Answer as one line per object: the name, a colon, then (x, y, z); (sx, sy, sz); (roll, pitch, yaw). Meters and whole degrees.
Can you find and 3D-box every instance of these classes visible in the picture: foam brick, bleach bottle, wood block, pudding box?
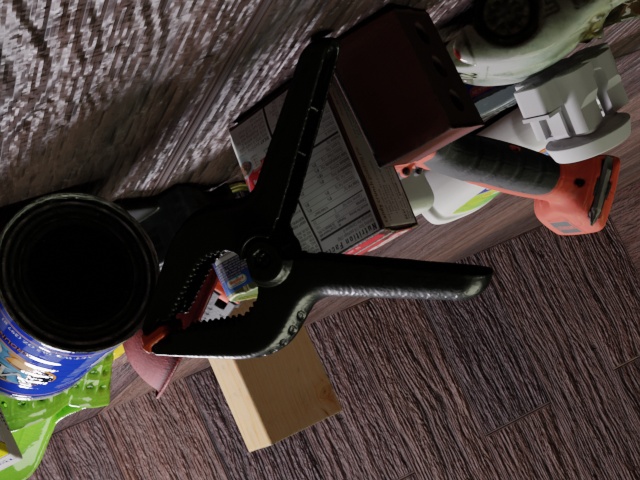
foam brick: (0.048, -0.088, 0.614); (0.051, 0.078, 0.052); (-29, 174, 30)
bleach bottle: (0.199, -0.100, 1.094); (0.102, 0.068, 0.251); (-20, 169, -35)
wood block: (-0.070, 0.113, 1.158); (0.090, 0.206, 0.090); (-22, 173, -24)
pudding box: (-0.001, -0.039, 0.654); (0.090, 0.113, 0.039); (-30, 168, 39)

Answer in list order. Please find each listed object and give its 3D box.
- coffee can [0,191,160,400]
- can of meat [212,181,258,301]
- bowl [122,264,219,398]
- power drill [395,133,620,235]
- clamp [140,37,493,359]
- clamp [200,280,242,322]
coffee can: (-0.176, 0.040, 0.698); (0.102, 0.103, 0.141); (-20, 171, -32)
can of meat: (-0.056, 0.001, 0.884); (0.058, 0.084, 0.102); (-27, 172, 21)
bowl: (-0.136, 0.057, 0.955); (0.162, 0.055, 0.162); (-156, -89, -83)
power drill: (0.111, -0.053, 0.793); (0.187, 0.057, 0.184); (14, 177, -6)
clamp: (-0.017, 0.013, 0.610); (0.210, 0.164, 0.036); (-43, 170, 21)
clamp: (-0.093, 0.053, 1.029); (0.171, 0.039, 0.120); (-71, -174, -84)
